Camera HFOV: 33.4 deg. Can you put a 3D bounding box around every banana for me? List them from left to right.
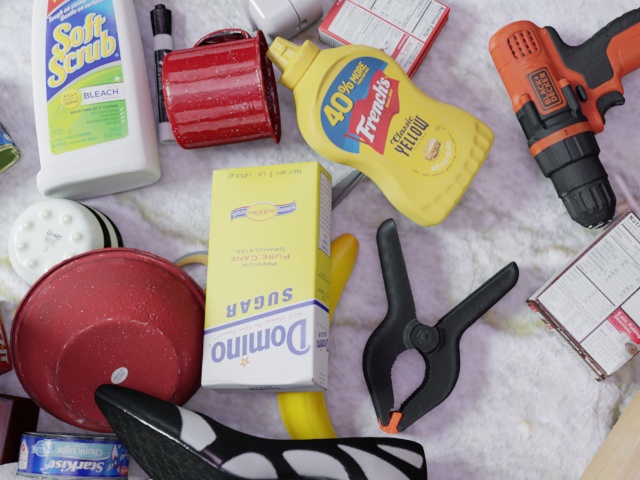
[{"bbox_3d":[-0.003,0.092,0.865,0.069,0.037,0.198,3,84,-27],"label":"banana"}]

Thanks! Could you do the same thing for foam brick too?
[{"bbox_3d":[-0.260,0.147,0.842,0.051,0.078,0.053,8,80,3],"label":"foam brick"}]

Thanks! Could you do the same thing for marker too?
[{"bbox_3d":[-0.132,-0.142,0.908,0.020,0.020,0.121,-5,82,1],"label":"marker"}]

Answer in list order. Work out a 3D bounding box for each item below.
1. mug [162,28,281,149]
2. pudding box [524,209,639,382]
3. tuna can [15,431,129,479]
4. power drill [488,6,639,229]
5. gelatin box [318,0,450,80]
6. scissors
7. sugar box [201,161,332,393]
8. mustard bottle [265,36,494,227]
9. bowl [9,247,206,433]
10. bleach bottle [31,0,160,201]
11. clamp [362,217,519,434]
[{"bbox_3d":[-0.081,-0.129,0.875,0.081,0.093,0.117,-8,58,5],"label":"mug"},{"bbox_3d":[0.237,0.044,0.861,0.113,0.039,0.090,-41,82,-6],"label":"pudding box"},{"bbox_3d":[-0.192,0.168,0.832,0.086,0.086,0.034,3,80,2],"label":"tuna can"},{"bbox_3d":[0.253,-0.121,0.873,0.187,0.057,0.184,-23,82,-2],"label":"power drill"},{"bbox_3d":[0.054,-0.183,0.902,0.089,0.030,0.073,31,83,5],"label":"gelatin box"},{"bbox_3d":[-0.056,0.001,0.887,0.096,0.016,0.201,32,84,6],"label":"scissors"},{"bbox_3d":[-0.041,0.030,0.838,0.093,0.048,0.176,-5,71,17],"label":"sugar box"},{"bbox_3d":[0.039,-0.100,0.855,0.191,0.058,0.096,35,83,-8],"label":"mustard bottle"},{"bbox_3d":[-0.157,0.090,0.820,0.162,0.055,0.162,-4,112,-11],"label":"bowl"},{"bbox_3d":[-0.202,-0.165,0.893,0.102,0.068,0.251,-12,80,0],"label":"bleach bottle"},{"bbox_3d":[0.092,0.075,0.861,0.120,0.039,0.171,10,87,4],"label":"clamp"}]
